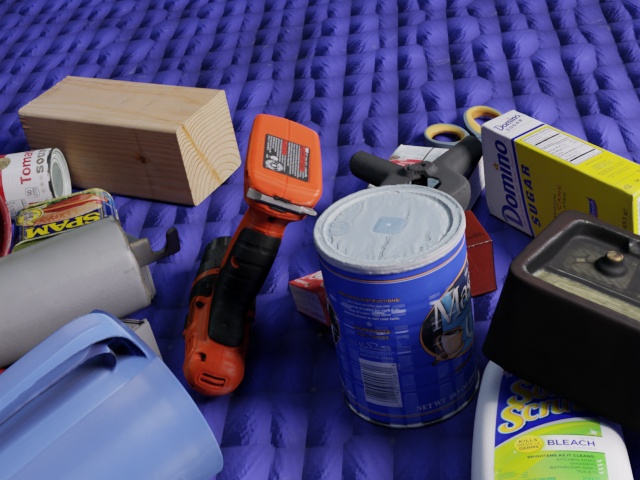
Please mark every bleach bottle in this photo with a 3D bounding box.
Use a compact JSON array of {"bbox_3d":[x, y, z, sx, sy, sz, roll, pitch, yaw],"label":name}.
[{"bbox_3d":[0.140,0.116,0.694,0.102,0.068,0.250,-5,30,8],"label":"bleach bottle"}]

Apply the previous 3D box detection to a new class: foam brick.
[{"bbox_3d":[0.097,0.018,0.867,0.078,0.051,0.053,-15,33,-6],"label":"foam brick"}]

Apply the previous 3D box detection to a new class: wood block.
[{"bbox_3d":[-0.199,-0.106,1.111,0.206,0.091,0.090,10,38,29],"label":"wood block"}]

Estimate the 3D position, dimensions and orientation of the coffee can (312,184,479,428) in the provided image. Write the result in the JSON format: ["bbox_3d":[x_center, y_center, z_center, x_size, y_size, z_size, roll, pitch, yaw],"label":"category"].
[{"bbox_3d":[0.056,0.046,0.751,0.103,0.140,0.103,-8,32,5],"label":"coffee can"}]

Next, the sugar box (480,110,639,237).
[{"bbox_3d":[0.206,-0.037,0.882,0.048,0.093,0.176,-27,35,-25],"label":"sugar box"}]

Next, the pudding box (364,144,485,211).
[{"bbox_3d":[0.094,-0.044,0.978,0.090,0.039,0.113,8,38,25],"label":"pudding box"}]

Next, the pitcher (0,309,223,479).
[{"bbox_3d":[-0.189,0.155,0.639,0.242,0.149,0.145,-38,15,-25],"label":"pitcher"}]

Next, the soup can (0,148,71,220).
[{"bbox_3d":[-0.313,-0.055,1.086,0.102,0.068,0.068,-8,32,3],"label":"soup can"}]

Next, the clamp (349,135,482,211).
[{"bbox_3d":[0.075,-0.048,0.906,0.120,0.039,0.171,-10,20,15],"label":"clamp"}]

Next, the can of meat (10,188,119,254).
[{"bbox_3d":[-0.234,-0.001,0.991,0.102,0.057,0.084,-15,30,-8],"label":"can of meat"}]

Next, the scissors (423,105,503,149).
[{"bbox_3d":[0.156,-0.080,1.035,0.096,0.016,0.202,-11,32,3],"label":"scissors"}]

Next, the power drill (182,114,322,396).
[{"bbox_3d":[-0.055,0.001,0.823,0.057,0.188,0.184,15,31,-12],"label":"power drill"}]

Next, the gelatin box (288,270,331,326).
[{"bbox_3d":[0.022,0.037,0.850,0.073,0.030,0.089,-20,9,-14],"label":"gelatin box"}]
